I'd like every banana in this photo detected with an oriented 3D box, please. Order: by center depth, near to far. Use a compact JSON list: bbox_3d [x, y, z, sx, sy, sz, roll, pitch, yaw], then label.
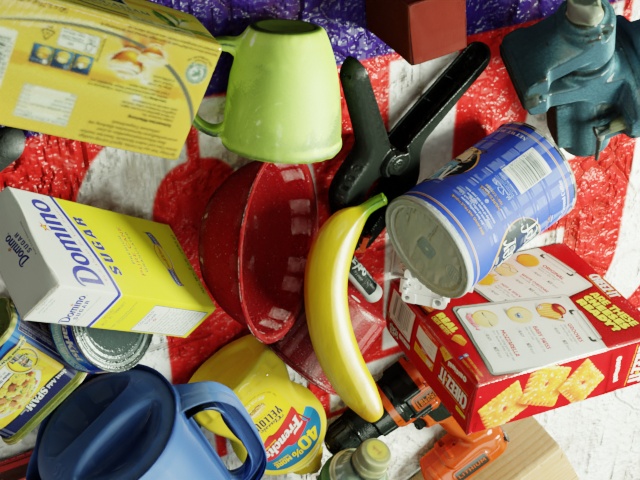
[{"bbox_3d":[0.020,0.058,0.911,0.070,0.037,0.198,2,97,12],"label":"banana"}]

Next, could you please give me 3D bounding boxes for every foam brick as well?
[{"bbox_3d":[0.074,-0.182,0.840,0.051,0.078,0.053,-19,129,-16],"label":"foam brick"}]

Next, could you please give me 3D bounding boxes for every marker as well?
[{"bbox_3d":[0.028,0.024,0.983,0.020,0.020,0.121,-40,143,0],"label":"marker"}]

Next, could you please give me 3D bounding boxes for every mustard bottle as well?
[{"bbox_3d":[-0.047,0.176,1.034,0.096,0.058,0.191,-41,133,-6],"label":"mustard bottle"}]

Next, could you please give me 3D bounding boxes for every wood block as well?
[{"bbox_3d":[0.182,0.292,1.229,0.206,0.090,0.090,-37,133,-3],"label":"wood block"}]

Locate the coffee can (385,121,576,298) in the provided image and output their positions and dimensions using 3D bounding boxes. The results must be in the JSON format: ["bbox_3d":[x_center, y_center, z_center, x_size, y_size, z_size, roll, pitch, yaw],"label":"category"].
[{"bbox_3d":[0.143,-0.028,0.950,0.140,0.103,0.103,-35,134,-24],"label":"coffee can"}]

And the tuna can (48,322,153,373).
[{"bbox_3d":[-0.177,0.065,0.865,0.086,0.034,0.086,15,70,-49],"label":"tuna can"}]

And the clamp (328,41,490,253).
[{"bbox_3d":[0.050,-0.078,0.912,0.164,0.036,0.210,-7,132,-43],"label":"clamp"}]

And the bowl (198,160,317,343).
[{"bbox_3d":[-0.056,0.001,0.875,0.162,0.055,0.162,6,90,-70],"label":"bowl"}]

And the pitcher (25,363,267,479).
[{"bbox_3d":[-0.130,0.223,0.952,0.145,0.149,0.242,-62,143,-29],"label":"pitcher"}]

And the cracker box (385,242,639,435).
[{"bbox_3d":[0.194,0.090,1.043,0.213,0.164,0.072,-11,128,-23],"label":"cracker box"}]

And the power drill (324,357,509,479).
[{"bbox_3d":[0.111,0.201,1.146,0.184,0.057,0.187,-36,133,1],"label":"power drill"}]

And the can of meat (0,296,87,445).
[{"bbox_3d":[-0.254,0.104,0.864,0.102,0.057,0.083,-44,131,4],"label":"can of meat"}]

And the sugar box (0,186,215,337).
[{"bbox_3d":[-0.162,0.020,0.796,0.048,0.093,0.176,-42,154,17],"label":"sugar box"}]

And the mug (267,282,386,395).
[{"bbox_3d":[-0.002,0.076,0.972,0.117,0.093,0.081,35,96,-35],"label":"mug"}]
